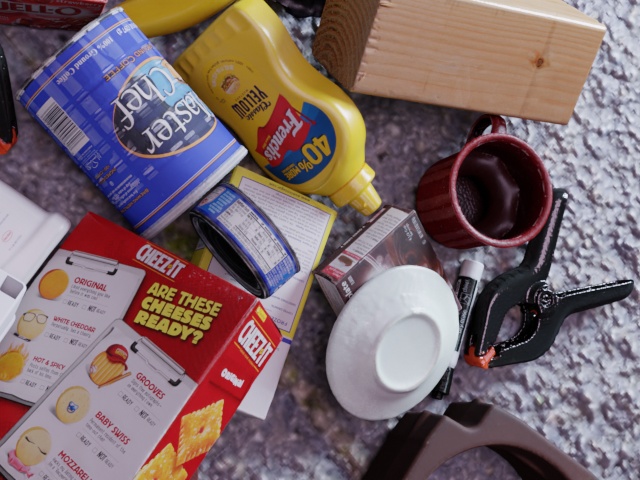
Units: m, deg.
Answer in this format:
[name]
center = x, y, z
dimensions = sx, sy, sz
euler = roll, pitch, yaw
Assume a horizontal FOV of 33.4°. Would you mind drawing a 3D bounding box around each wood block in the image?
[wood block]
center = 0.110, -0.161, 0.859
dimensions = 0.205, 0.090, 0.091
euler = 5, 117, -27

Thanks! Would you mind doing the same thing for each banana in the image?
[banana]
center = -0.083, -0.212, 0.811
dimensions = 0.069, 0.037, 0.198
euler = 44, 107, -8

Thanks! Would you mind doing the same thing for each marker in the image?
[marker]
center = 0.114, 0.075, 0.900
dimensions = 0.020, 0.020, 0.121
euler = 21, 78, -16

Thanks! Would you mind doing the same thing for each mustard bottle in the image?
[mustard bottle]
center = -0.022, -0.093, 0.832
dimensions = 0.191, 0.096, 0.058
euler = 46, 39, -10

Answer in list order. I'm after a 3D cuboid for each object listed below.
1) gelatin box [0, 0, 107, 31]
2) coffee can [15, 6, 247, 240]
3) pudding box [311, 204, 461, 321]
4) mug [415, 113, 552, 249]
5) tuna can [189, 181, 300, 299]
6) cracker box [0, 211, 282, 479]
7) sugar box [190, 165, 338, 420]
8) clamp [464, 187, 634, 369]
[gelatin box]
center = -0.206, -0.181, 0.787
dimensions = 0.089, 0.073, 0.030
euler = 3, 82, -20
[coffee can]
center = -0.138, -0.084, 0.785
dimensions = 0.102, 0.103, 0.140
euler = -44, 99, -19
[pudding box]
center = 0.055, 0.041, 0.852
dimensions = 0.090, 0.039, 0.113
euler = -42, 123, -20
[mug]
center = 0.132, -0.048, 0.887
dimensions = 0.093, 0.082, 0.117
euler = 8, 81, -19
[tuna can]
center = -0.055, 0.001, 0.764
dimensions = 0.033, 0.086, 0.086
euler = -42, 98, -15
[cracker box]
center = -0.153, 0.107, 0.733
dimensions = 0.164, 0.072, 0.213
euler = 25, 71, 28
[sugar box]
center = -0.060, 0.041, 0.829
dimensions = 0.093, 0.048, 0.176
euler = 24, 80, -16
[clamp]
center = 0.184, 0.039, 0.919
dimensions = 0.171, 0.039, 0.120
euler = -35, 94, -20
